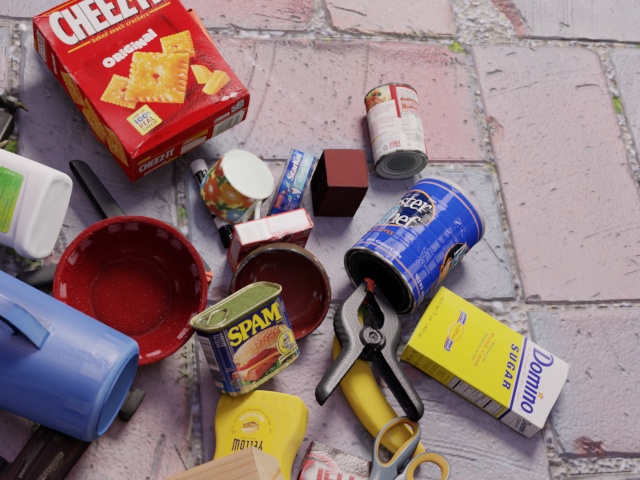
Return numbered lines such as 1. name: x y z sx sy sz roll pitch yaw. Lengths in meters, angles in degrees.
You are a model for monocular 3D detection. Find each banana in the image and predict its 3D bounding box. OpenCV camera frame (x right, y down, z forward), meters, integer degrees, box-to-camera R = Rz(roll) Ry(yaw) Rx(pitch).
1. banana: 0.057 0.158 1.183 0.069 0.037 0.198 -11 65 -16

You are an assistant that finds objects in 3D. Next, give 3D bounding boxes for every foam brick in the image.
1. foam brick: 0.022 -0.068 1.273 0.051 0.078 0.053 2 62 -13

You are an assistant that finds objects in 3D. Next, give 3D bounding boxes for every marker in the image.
1. marker: -0.125 -0.042 1.261 0.020 0.020 0.121 -17 67 -20

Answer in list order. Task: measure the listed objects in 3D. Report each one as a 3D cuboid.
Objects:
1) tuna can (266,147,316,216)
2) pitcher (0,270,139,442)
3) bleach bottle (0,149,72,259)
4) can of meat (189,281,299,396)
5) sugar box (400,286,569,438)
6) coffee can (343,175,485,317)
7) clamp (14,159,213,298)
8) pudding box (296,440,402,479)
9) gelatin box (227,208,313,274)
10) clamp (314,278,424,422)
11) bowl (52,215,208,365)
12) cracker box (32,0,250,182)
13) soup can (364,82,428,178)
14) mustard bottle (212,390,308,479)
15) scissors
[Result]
1. tuna can: -0.033 -0.064 1.254 0.033 0.086 0.086 20 60 -3
2. pitcher: -0.304 0.095 1.028 0.243 0.149 0.145 23 105 4
3. bleach bottle: -0.402 -0.063 1.170 0.251 0.068 0.102 18 89 15
4. can of meat: -0.077 0.104 1.127 0.101 0.058 0.084 -30 113 -33
5. sugar box: 0.189 0.138 1.217 0.176 0.048 0.093 30 60 6
6. coffee can: 0.110 0.006 1.238 0.103 0.103 0.140 41 62 10
7. clamp: -0.220 0.001 1.205 0.210 0.036 0.164 14 68 -5
8. pudding box: 0.027 0.272 1.115 0.113 0.039 0.090 21 59 -1
9. gelatin box: -0.058 0.001 1.221 0.089 0.073 0.030 -14 66 -19
10. clamp: 0.061 0.121 1.161 0.120 0.039 0.171 23 50 -14
11. bowl: -0.203 0.057 1.144 0.162 0.055 0.162 2 78 -10
12. cracker box: -0.208 -0.198 1.235 0.164 0.072 0.214 -32 77 -22
13. soup can: 0.094 -0.137 1.330 0.068 0.069 0.102 -1 63 -13
14. mustard bottle: -0.074 0.250 1.089 0.096 0.058 0.191 2 60 16
15. scissors: 0.064 0.269 1.091 0.096 0.016 0.201 30 56 6
